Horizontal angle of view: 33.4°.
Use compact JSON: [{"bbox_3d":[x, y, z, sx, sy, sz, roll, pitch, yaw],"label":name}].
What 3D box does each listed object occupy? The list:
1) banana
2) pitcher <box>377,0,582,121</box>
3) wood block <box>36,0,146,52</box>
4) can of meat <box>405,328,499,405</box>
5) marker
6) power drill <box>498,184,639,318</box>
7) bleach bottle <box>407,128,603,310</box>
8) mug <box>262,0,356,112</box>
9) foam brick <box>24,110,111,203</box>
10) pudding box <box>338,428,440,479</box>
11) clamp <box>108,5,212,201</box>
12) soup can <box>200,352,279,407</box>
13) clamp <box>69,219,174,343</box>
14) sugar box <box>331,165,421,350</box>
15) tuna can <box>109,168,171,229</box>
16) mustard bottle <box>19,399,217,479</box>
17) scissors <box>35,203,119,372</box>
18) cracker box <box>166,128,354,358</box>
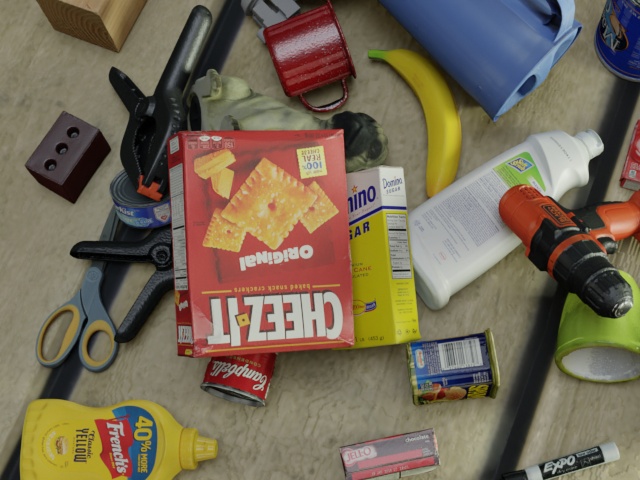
[{"bbox_3d":[0.118,-0.139,1.177,0.070,0.037,0.198,-26,69,15],"label":"banana"},{"bbox_3d":[0.150,-0.257,1.123,0.243,0.144,0.149,44,106,8],"label":"pitcher"},{"bbox_3d":[-0.238,-0.337,1.240,0.091,0.090,0.206,21,74,12],"label":"wood block"},{"bbox_3d":[0.128,0.127,1.049,0.084,0.102,0.057,-8,71,3],"label":"can of meat"},{"bbox_3d":[0.234,0.224,1.051,0.121,0.020,0.020,-16,71,-2],"label":"marker"},{"bbox_3d":[0.290,0.004,1.038,0.187,0.057,0.185,-3,38,-29],"label":"power drill"},{"bbox_3d":[0.195,-0.035,1.121,0.250,0.068,0.102,-32,75,-10],"label":"bleach bottle"},{"bbox_3d":[-0.009,-0.198,1.184,0.081,0.093,0.117,-20,106,2],"label":"mug"},{"bbox_3d":[-0.278,-0.092,1.179,0.053,0.051,0.078,27,75,13],"label":"foam brick"},{"bbox_3d":[0.065,0.208,1.019,0.090,0.113,0.039,-10,74,0],"label":"pudding box"},{"bbox_3d":[-0.184,-0.136,1.146,0.165,0.036,0.210,-19,58,42],"label":"clamp"},{"bbox_3d":[-0.075,0.111,1.087,0.068,0.068,0.102,14,72,8],"label":"soup can"},{"bbox_3d":[-0.168,0.033,1.132,0.171,0.039,0.120,-19,80,-7],"label":"clamp"},{"bbox_3d":[0.046,0.019,1.076,0.094,0.048,0.176,-12,84,44],"label":"sugar box"},{"bbox_3d":[-0.181,-0.050,1.147,0.086,0.034,0.086,-6,39,5],"label":"tuna can"},{"bbox_3d":[-0.199,0.208,1.067,0.191,0.058,0.096,0,72,4],"label":"mustard bottle"},{"bbox_3d":[-0.230,0.054,1.145,0.096,0.016,0.201,28,75,11],"label":"scissors"},{"bbox_3d":[-0.057,0.001,1.027,0.164,0.072,0.214,-2,87,-20],"label":"cracker box"}]
